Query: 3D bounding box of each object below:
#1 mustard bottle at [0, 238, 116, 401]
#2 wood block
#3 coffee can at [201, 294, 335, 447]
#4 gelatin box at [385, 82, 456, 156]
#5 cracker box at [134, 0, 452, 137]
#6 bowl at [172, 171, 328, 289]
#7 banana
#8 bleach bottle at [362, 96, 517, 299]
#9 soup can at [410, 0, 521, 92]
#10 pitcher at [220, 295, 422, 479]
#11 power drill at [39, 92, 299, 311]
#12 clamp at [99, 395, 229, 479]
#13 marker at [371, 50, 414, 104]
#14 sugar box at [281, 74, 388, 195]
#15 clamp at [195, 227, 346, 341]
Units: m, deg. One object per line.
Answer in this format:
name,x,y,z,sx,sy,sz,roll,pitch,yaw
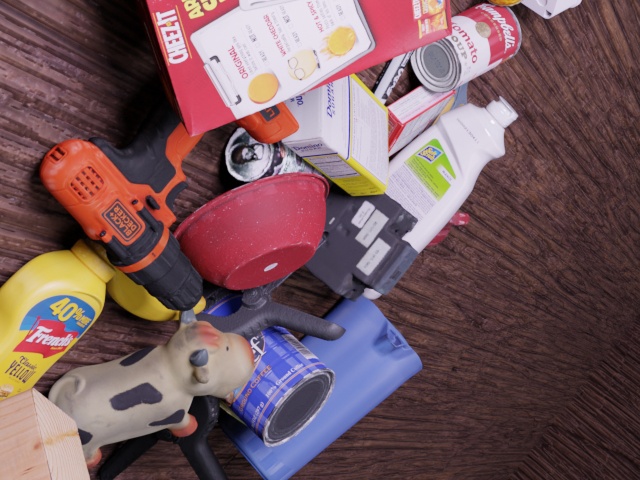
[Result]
mustard bottle,-0.232,0.066,0.865,0.191,0.058,0.096,-47,152,-7
wood block,-0.292,0.204,0.827,0.206,0.090,0.091,-22,151,0
coffee can,-0.069,0.131,1.118,0.102,0.140,0.103,-37,152,-25
gelatin box,0.094,-0.131,1.134,0.089,0.030,0.073,-35,168,-31
cracker box,-0.023,-0.189,0.739,0.213,0.072,0.164,-23,130,-11
bowl,-0.057,0.001,0.993,0.162,0.055,0.162,-21,162,-8
banana,-0.154,0.039,0.964,0.069,0.037,0.198,-24,155,-4
bleach bottle,0.115,-0.053,1.154,0.251,0.102,0.068,-43,172,17
soup can,0.150,-0.201,1.107,0.102,0.069,0.068,-31,148,-34
pitcher,-0.004,0.187,1.331,0.242,0.145,0.149,-41,141,-11
power drill,-0.105,-0.054,0.851,0.187,0.057,0.184,-48,131,-13
clamp,-0.143,0.199,1.108,0.036,0.164,0.210,-55,161,-61
marker,0.068,-0.163,1.083,0.020,0.020,0.121,-4,129,-56
sugar box,0.016,-0.109,0.996,0.176,0.048,0.093,30,58,-62
clamp,-0.055,0.065,1.063,0.171,0.120,0.039,-23,147,9
